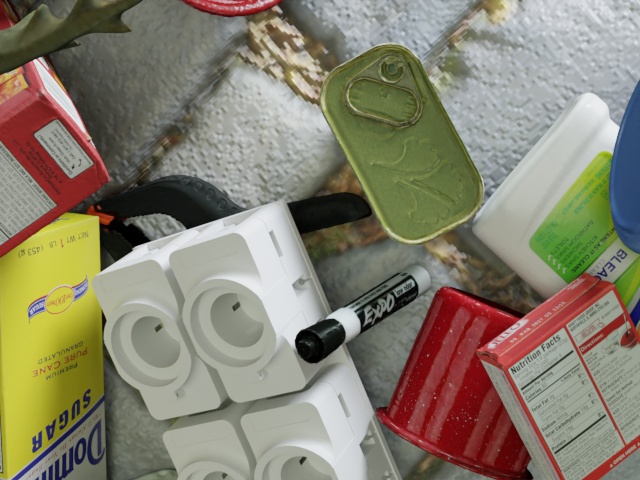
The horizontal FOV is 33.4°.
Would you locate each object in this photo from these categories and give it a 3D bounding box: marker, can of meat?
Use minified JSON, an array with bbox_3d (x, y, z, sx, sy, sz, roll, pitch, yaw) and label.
[{"bbox_3d":[0.024,0.039,0.580,0.020,0.120,0.020,12,112,31],"label":"marker"},{"bbox_3d":[0.048,-0.052,0.585,0.057,0.084,0.102,-28,89,11],"label":"can of meat"}]

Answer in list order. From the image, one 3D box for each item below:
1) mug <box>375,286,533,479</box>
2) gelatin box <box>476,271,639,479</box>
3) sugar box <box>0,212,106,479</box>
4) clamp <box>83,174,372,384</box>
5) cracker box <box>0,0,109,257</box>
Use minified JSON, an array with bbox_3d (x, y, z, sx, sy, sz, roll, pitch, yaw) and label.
[{"bbox_3d":[0.099,0.080,0.584,0.117,0.093,0.081,23,93,14],"label":"mug"},{"bbox_3d":[0.129,0.073,0.538,0.073,0.030,0.089,-34,108,-13],"label":"gelatin box"},{"bbox_3d":[-0.167,0.078,0.617,0.048,0.093,0.176,4,104,25],"label":"sugar box"},{"bbox_3d":[-0.054,0.001,0.630,0.171,0.039,0.120,27,99,7],"label":"clamp"},{"bbox_3d":[-0.229,-0.029,0.558,0.213,0.164,0.072,-35,131,-2],"label":"cracker box"}]
